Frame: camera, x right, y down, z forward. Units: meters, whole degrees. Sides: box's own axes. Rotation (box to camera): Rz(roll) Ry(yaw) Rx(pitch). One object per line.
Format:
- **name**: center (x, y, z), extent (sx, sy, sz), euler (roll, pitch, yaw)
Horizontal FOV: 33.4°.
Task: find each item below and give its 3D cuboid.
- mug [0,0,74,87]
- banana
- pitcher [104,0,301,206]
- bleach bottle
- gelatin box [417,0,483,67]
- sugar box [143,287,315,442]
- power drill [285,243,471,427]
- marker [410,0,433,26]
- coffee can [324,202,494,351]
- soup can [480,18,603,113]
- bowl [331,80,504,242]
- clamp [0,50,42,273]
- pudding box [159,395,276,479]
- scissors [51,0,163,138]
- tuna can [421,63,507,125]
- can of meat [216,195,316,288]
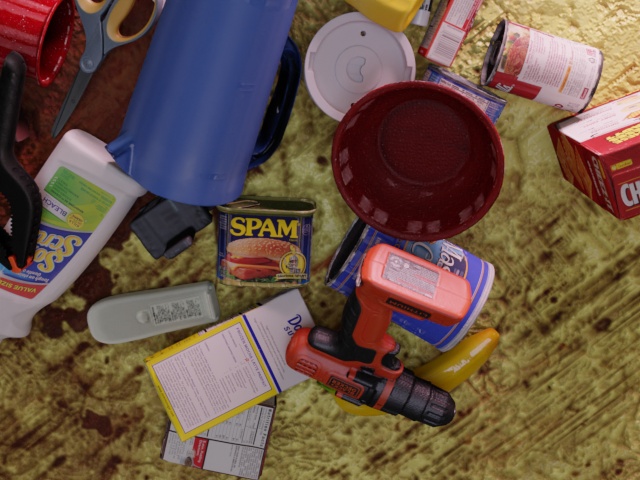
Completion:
- **mug**: center (-0.289, -0.215, 1.030), extent (0.081, 0.093, 0.117), euler (18, 89, 0)
- **banana**: center (0.099, 0.147, 1.132), extent (0.198, 0.037, 0.069), euler (-17, 138, 0)
- **pitcher**: center (-0.092, -0.164, 0.995), extent (0.145, 0.149, 0.243), euler (23, 118, 1)
- **bleach bottle**: center (-0.280, 0.014, 1.097), extent (0.102, 0.068, 0.251), euler (33, 104, -6)
- **gelatin box**: center (0.128, -0.214, 1.034), extent (0.030, 0.073, 0.089), euler (24, 102, -7)
- **sugar box**: center (-0.085, 0.126, 1.108), extent (0.176, 0.048, 0.093), euler (-25, 96, -12)
- **power drill**: center (0.074, 0.099, 1.031), extent (0.184, 0.057, 0.188), euler (23, 134, -5)
- **marker**: center (0.110, -0.272, 1.048), extent (0.020, 0.020, 0.121), euler (12, 104, -3)
- **coffee can**: center (0.089, 0.035, 1.080), extent (0.140, 0.103, 0.103), euler (30, 102, -7)
- **soup can**: center (0.217, -0.170, 1.048), extent (0.102, 0.068, 0.068), euler (16, 103, -5)
- **bowl**: center (0.094, -0.082, 1.004), extent (0.162, 0.055, 0.162), euler (6, 119, 11)
- **clamp**: center (-0.316, -0.072, 1.023), extent (0.165, 0.036, 0.210), euler (-20, 103, 21)
- **pudding box**: center (-0.110, 0.203, 1.154), extent (0.113, 0.039, 0.090), euler (12, 101, -6)
- **scissors**: center (-0.234, -0.194, 1.045), extent (0.202, 0.016, 0.096), euler (-38, 99, 27)
- **tuna can**: center (0.138, -0.140, 1.046), extent (0.086, 0.086, 0.034), euler (24, 104, -6)
- **can of meat**: center (-0.057, 0.001, 1.095), extent (0.102, 0.057, 0.084), euler (3, 106, -3)
